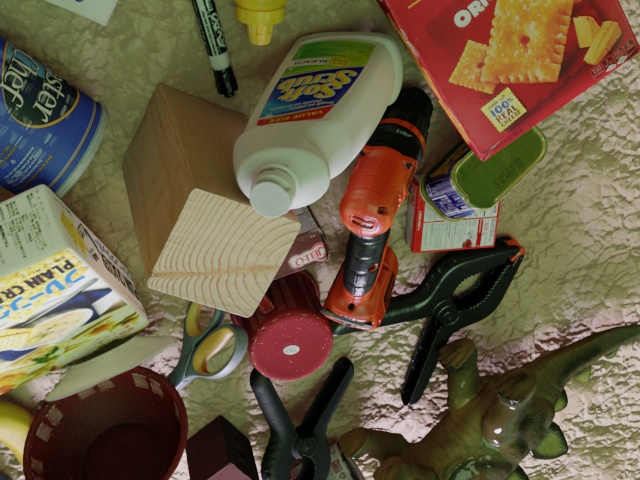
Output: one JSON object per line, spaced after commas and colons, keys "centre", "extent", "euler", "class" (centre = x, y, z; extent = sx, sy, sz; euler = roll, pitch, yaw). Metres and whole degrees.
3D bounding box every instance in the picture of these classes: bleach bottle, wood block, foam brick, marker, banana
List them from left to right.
{"centre": [-0.291, 0.214, 1.044], "extent": [0.069, 0.037, 0.197], "euler": [-46, 130, -22], "class": "banana"}
{"centre": [-0.096, -0.038, 0.866], "extent": [0.090, 0.206, 0.090], "euler": [19, 112, -25], "class": "wood block"}
{"centre": [-0.092, -0.176, 0.899], "extent": [0.020, 0.020, 0.121], "euler": [-18, 122, -6], "class": "marker"}
{"centre": [-0.101, 0.230, 1.093], "extent": [0.051, 0.078, 0.053], "euler": [-36, 122, 8], "class": "foam brick"}
{"centre": [-0.002, -0.090, 0.829], "extent": [0.103, 0.250, 0.068], "euler": [3, 121, 11], "class": "bleach bottle"}

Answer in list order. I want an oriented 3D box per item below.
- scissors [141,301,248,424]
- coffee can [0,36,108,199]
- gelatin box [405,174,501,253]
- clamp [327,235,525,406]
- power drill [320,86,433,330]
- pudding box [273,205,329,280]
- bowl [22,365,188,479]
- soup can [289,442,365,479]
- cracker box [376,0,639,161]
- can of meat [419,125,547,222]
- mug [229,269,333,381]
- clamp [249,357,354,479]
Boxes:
{"centre": [-0.139, 0.116, 1.044], "extent": [0.016, 0.096, 0.202], "euler": [11, 148, -42], "class": "scissors"}
{"centre": [-0.255, -0.103, 0.845], "extent": [0.140, 0.103, 0.103], "euler": [35, 105, -29], "class": "coffee can"}
{"centre": [0.130, -0.028, 1.040], "extent": [0.089, 0.030, 0.073], "euler": [-5, 118, -13], "class": "gelatin box"}
{"centre": [0.124, 0.076, 1.092], "extent": [0.210, 0.036, 0.164], "euler": [-35, 130, 2], "class": "clamp"}
{"centre": [0.052, -0.026, 0.964], "extent": [0.057, 0.184, 0.188], "euler": [17, 134, 11], "class": "power drill"}
{"centre": [-0.056, 0.001, 0.968], "extent": [0.113, 0.090, 0.039], "euler": [-19, 120, -4], "class": "pudding box"}
{"centre": [-0.196, 0.200, 1.012], "extent": [0.162, 0.162, 0.055], "euler": [-22, 142, -3], "class": "bowl"}
{"centre": [-0.006, 0.270, 1.148], "extent": [0.102, 0.068, 0.068], "euler": [-31, 122, 2], "class": "soup can"}
{"centre": [0.141, -0.196, 0.860], "extent": [0.164, 0.072, 0.213], "euler": [-34, 119, 4], "class": "cracker box"}
{"centre": [0.148, -0.067, 0.970], "extent": [0.102, 0.084, 0.057], "euler": [-44, 96, -11], "class": "can of meat"}
{"centre": [-0.040, 0.072, 1.017], "extent": [0.093, 0.081, 0.117], "euler": [-28, 122, 1], "class": "mug"}
{"centre": [-0.014, 0.198, 1.091], "extent": [0.120, 0.039, 0.171], "euler": [-9, 107, -26], "class": "clamp"}
